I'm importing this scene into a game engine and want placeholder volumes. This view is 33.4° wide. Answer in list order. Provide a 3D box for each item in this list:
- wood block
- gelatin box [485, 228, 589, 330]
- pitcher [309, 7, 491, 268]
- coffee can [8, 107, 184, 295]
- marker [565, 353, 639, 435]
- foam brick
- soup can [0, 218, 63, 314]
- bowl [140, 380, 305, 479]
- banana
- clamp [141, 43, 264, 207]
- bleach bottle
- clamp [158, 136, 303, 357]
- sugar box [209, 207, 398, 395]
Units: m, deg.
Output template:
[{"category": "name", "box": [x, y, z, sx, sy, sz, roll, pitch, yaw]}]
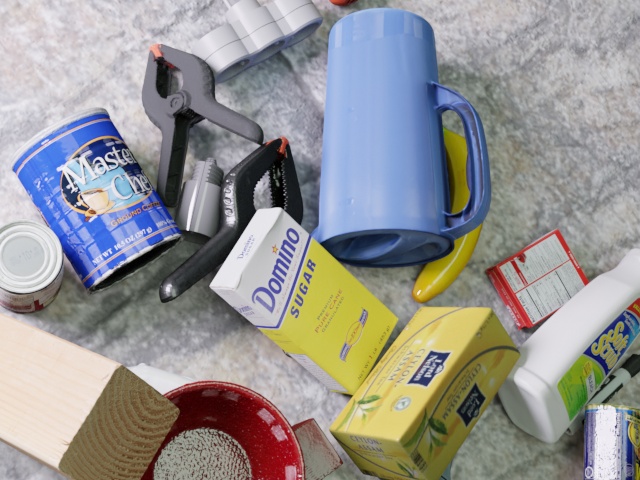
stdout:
[{"category": "wood block", "box": [-0.230, 0.129, 0.876, 0.090, 0.206, 0.090, -60, 140, -18]}, {"category": "gelatin box", "box": [0.227, 0.041, 1.113, 0.089, 0.030, 0.073, -29, 87, -19]}, {"category": "pitcher", "box": [0.072, -0.101, 1.050, 0.149, 0.145, 0.243, 5, 73, -15]}, {"category": "coffee can", "box": [-0.204, -0.036, 0.978, 0.102, 0.103, 0.140, -31, 87, -19]}, {"category": "marker", "box": [0.295, 0.158, 1.109, 0.121, 0.020, 0.020, -37, 88, -19]}, {"category": "foam brick", "box": [-0.022, 0.201, 0.984, 0.053, 0.078, 0.051, -32, 85, -19]}, {"category": "soup can", "box": [-0.263, 0.024, 0.949, 0.068, 0.102, 0.068, 3, 77, -14]}, {"category": "bowl", "box": [-0.097, 0.202, 0.910, 0.162, 0.055, 0.162, 3, 77, -15]}, {"category": "banana", "box": [0.136, -0.028, 1.104, 0.069, 0.037, 0.198, 5, 74, 4]}, {"category": "clamp", "box": [-0.120, -0.126, 1.023, 0.120, 0.039, 0.171, -23, 66, 14]}, {"category": "bleach bottle", "box": [0.282, 0.085, 1.085, 0.250, 0.068, 0.102, -44, 133, -21]}, {"category": "clamp", "box": [-0.057, 0.001, 1.029, 0.164, 0.036, 0.210, 35, 60, -32]}, {"category": "sugar box", "box": [-0.012, 0.059, 1.002, 0.176, 0.048, 0.093, 44, 65, -30]}]
